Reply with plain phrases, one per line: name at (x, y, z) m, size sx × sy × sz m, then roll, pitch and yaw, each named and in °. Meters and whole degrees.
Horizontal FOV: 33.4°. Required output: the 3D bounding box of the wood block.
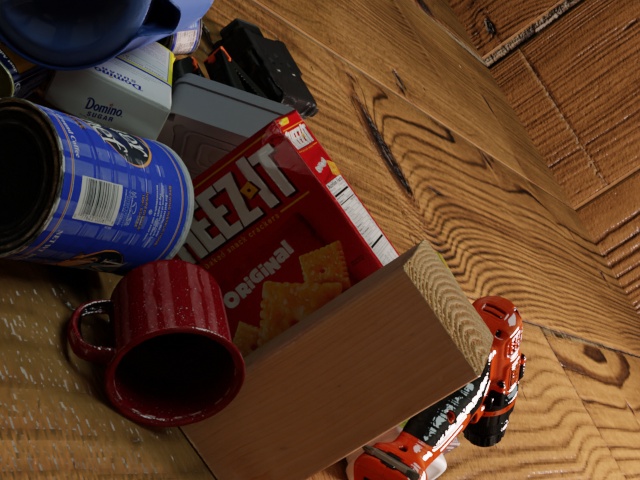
wood block at (0.011, 0.098, 0.769) m, size 0.091 × 0.206 × 0.090 m, roll 54°, pitch 20°, yaw -2°

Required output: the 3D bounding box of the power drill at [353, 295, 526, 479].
power drill at (0.101, 0.157, 0.864) m, size 0.057 × 0.187 × 0.184 m, roll 24°, pitch -37°, yaw 26°

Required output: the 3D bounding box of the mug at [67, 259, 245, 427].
mug at (-0.115, 0.066, 0.732) m, size 0.117 × 0.093 × 0.081 m, roll 6°, pitch 36°, yaw -19°

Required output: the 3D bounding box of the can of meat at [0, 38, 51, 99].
can of meat at (-0.252, -0.140, 0.773) m, size 0.102 × 0.057 × 0.084 m, roll 51°, pitch 19°, yaw -11°

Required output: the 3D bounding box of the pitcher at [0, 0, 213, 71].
pitcher at (-0.168, -0.215, 0.836) m, size 0.242 × 0.145 × 0.149 m, roll -58°, pitch 126°, yaw -73°

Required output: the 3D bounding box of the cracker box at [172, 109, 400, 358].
cracker box at (-0.029, 0.031, 0.849) m, size 0.213 × 0.164 × 0.072 m, roll 54°, pitch 18°, yaw -3°

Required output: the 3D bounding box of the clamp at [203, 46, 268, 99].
clamp at (-0.058, -0.112, 1.116) m, size 0.210 × 0.036 × 0.164 m, roll 53°, pitch 16°, yaw 2°

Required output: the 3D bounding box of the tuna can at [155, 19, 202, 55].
tuna can at (-0.155, -0.231, 1.092) m, size 0.033 × 0.086 × 0.086 m, roll -14°, pitch 65°, yaw -30°

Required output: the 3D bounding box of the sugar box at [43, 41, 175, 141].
sugar box at (-0.172, -0.138, 0.893) m, size 0.093 × 0.048 × 0.176 m, roll 25°, pitch 21°, yaw -16°

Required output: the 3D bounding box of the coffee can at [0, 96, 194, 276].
coffee can at (-0.167, -0.032, 0.724) m, size 0.140 × 0.103 × 0.103 m, roll 13°, pitch 46°, yaw -61°
